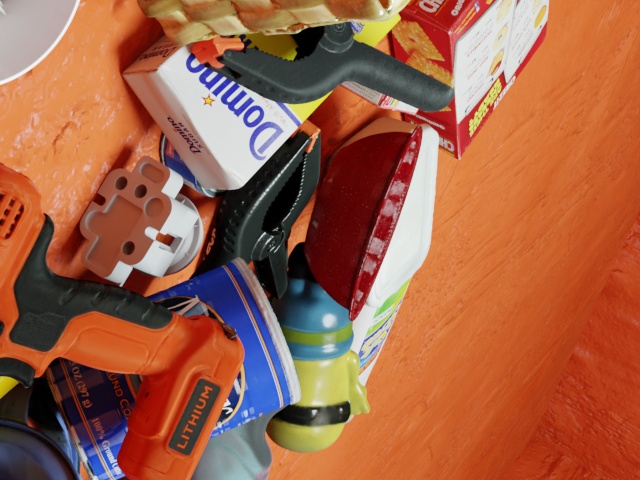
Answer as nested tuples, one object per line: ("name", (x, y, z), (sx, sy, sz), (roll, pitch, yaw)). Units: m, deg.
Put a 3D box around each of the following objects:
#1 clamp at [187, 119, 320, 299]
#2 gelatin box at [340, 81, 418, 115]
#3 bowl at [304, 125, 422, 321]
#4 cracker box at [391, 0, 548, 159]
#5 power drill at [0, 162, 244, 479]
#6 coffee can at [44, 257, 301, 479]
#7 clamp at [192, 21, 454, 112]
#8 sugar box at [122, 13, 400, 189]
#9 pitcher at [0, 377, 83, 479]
("clamp", (-0.055, 0.001, 0.763), (0.164, 0.036, 0.210), (-35, 157, -44))
("gelatin box", (0.027, -0.125, 0.782), (0.030, 0.089, 0.073), (-63, 159, 13))
("bowl", (0.028, -0.021, 0.836), (0.162, 0.055, 0.162), (20, 89, -82))
("cracker box", (0.138, -0.197, 0.965), (0.164, 0.072, 0.213), (-53, 159, -14))
("power drill", (-0.146, 0.074, 0.564), (0.187, 0.057, 0.184), (30, 82, -31))
("coffee can", (-0.097, 0.084, 0.688), (0.140, 0.103, 0.103), (-22, 149, -11))
("clamp", (0.009, -0.116, 0.637), (0.171, 0.120, 0.039), (-26, -178, -28))
("sugar box", (-0.031, -0.122, 0.664), (0.176, 0.048, 0.093), (-51, 123, -27))
("pitcher", (-0.189, 0.205, 0.704), (0.149, 0.145, 0.243), (-38, 157, -15))
